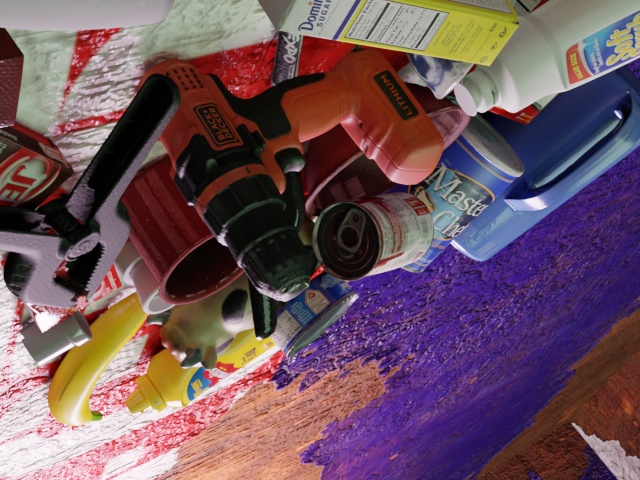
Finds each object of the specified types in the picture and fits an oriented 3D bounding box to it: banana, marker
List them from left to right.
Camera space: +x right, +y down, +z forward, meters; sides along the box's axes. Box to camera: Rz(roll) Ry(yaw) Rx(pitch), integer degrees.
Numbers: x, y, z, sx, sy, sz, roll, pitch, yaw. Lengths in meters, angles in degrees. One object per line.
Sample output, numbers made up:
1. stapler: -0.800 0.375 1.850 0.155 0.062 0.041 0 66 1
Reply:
1. banana: -0.206 0.114 0.963 0.069 0.037 0.198 -31 160 -46
2. marker: -0.021 -0.144 0.757 0.020 0.020 0.121 -28 156 -23

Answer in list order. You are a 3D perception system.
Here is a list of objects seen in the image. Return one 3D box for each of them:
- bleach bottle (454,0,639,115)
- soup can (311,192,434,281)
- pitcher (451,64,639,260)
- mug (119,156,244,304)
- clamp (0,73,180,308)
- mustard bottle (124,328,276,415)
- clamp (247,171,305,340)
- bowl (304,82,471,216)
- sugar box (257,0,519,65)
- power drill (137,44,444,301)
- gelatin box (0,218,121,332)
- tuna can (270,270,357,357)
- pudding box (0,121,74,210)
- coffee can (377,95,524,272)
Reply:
1. bleach bottle: 0.213 -0.163 0.830 0.250 0.068 0.102 -31 154 -12
2. soup can: 0.048 -0.006 0.935 0.069 0.068 0.102 -51 160 28
3. pitcher: 0.220 -0.087 1.081 0.243 0.145 0.149 -42 158 19
4. mug: -0.092 -0.017 0.814 0.117 0.081 0.093 -30 157 -17
5. clamp: -0.170 -0.006 0.682 0.164 0.036 0.210 -33 162 -32
6. mustard bottle: -0.112 0.115 1.075 0.191 0.058 0.096 -33 162 -11
7. clamp: -0.056 0.001 0.879 0.172 0.120 0.039 -51 -170 27
8. bowl: 0.045 -0.086 0.901 0.162 0.055 0.162 -29 167 -7
9. sugar box: 0.034 -0.161 0.664 0.175 0.093 0.048 0 137 -35
10. power drill: -0.008 -0.057 0.718 0.187 0.184 0.057 -17 156 -36
11. gelatin box: -0.195 0.026 0.811 0.073 0.030 0.089 -31 157 -16
12. tuna can: -0.009 0.065 0.962 0.086 0.034 0.086 -40 169 -10
13. pudding box: -0.221 -0.028 0.657 0.113 0.039 0.090 -40 159 8
14. coffee can: 0.109 -0.053 1.021 0.140 0.103 0.102 -47 156 21
